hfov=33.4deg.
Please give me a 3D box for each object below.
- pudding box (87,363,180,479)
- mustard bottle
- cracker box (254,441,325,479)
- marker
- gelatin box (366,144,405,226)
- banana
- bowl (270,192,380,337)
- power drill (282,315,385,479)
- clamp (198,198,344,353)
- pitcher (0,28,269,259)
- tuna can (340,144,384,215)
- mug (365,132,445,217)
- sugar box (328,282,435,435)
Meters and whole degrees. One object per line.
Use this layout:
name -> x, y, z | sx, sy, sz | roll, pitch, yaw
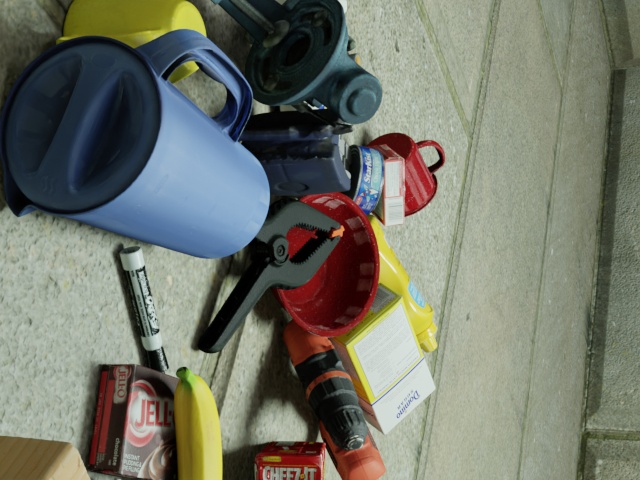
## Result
pudding box -> -0.148, 0.158, 0.911 | 0.113, 0.039, 0.090 | 37, 56, -62
mustard bottle -> 0.093, 0.061, 1.355 | 0.191, 0.058, 0.096 | 57, 6, -12
cracker box -> -0.032, 0.316, 1.081 | 0.164, 0.072, 0.214 | 82, 9, -83
marker -> -0.152, 0.064, 0.929 | 0.020, 0.020, 0.121 | -46, 131, -58
gelatin box -> 0.083, -0.071, 1.354 | 0.073, 0.030, 0.089 | -128, -146, -67
banana -> -0.108, 0.196, 0.901 | 0.069, 0.037, 0.198 | -21, 109, -70
bowl -> -0.008, 0.026, 1.184 | 0.161, 0.055, 0.162 | 3, 86, -43
power drill -> 0.023, 0.197, 1.195 | 0.184, 0.057, 0.187 | -116, -174, -46
clamp -> -0.057, 0.001, 1.070 | 0.209, 0.036, 0.164 | -26, 113, -43
pitcher -> -0.124, -0.065, 0.850 | 0.242, 0.149, 0.145 | 30, 62, -67
tuna can -> 0.048, -0.074, 1.320 | 0.086, 0.033, 0.086 | -170, -90, -72
mug -> 0.113, -0.096, 1.440 | 0.081, 0.117, 0.093 | 58, 9, -42
sugar box -> 0.074, 0.142, 1.266 | 0.093, 0.048, 0.176 | -39, 136, -19
